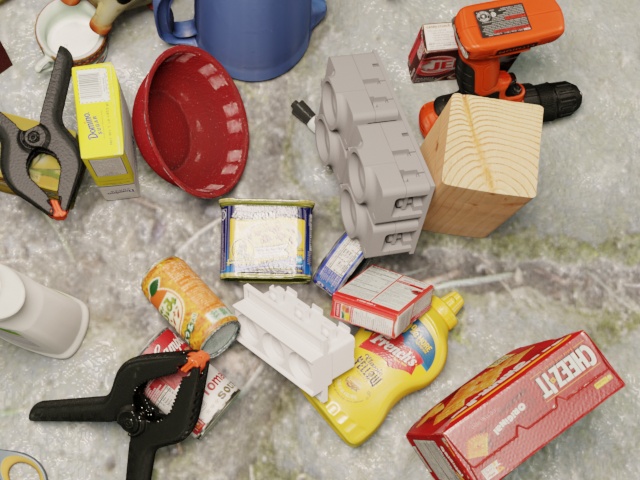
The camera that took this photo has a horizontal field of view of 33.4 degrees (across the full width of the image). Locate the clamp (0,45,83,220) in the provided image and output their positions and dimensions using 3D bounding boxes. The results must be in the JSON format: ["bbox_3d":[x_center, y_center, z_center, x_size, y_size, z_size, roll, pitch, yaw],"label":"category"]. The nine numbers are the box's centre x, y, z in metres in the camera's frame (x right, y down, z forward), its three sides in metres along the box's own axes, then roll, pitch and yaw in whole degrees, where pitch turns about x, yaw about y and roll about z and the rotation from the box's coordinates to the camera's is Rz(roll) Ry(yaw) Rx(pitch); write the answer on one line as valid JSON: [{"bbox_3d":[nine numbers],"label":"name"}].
[{"bbox_3d":[-0.290,-0.100,1.040,0.120,0.039,0.171,-11,82,-4],"label":"clamp"}]

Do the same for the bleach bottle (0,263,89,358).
[{"bbox_3d":[-0.286,0.061,1.001,0.102,0.251,0.068,19,79,-1],"label":"bleach bottle"}]

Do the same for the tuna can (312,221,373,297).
[{"bbox_3d":[0.029,0.019,1.115,0.034,0.086,0.086,38,79,8],"label":"tuna can"}]

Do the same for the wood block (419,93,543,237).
[{"bbox_3d":[0.151,-0.069,1.080,0.090,0.206,0.091,8,79,-2],"label":"wood block"}]

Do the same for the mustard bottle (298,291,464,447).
[{"bbox_3d":[0.075,0.120,1.114,0.191,0.058,0.096,-39,73,-10],"label":"mustard bottle"}]

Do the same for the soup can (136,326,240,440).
[{"bbox_3d":[-0.141,0.146,1.088,0.102,0.068,0.068,40,79,4],"label":"soup can"}]

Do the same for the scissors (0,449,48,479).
[{"bbox_3d":[-0.347,0.201,1.091,0.096,0.016,0.202,-21,82,-9],"label":"scissors"}]

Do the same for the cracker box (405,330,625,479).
[{"bbox_3d":[0.178,0.164,1.033,0.164,0.214,0.072,-35,84,-10],"label":"cracker box"}]

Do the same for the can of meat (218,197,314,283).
[{"bbox_3d":[-0.057,0.001,1.128,0.102,0.057,0.084,1,82,-3],"label":"can of meat"}]

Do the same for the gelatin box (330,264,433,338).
[{"bbox_3d":[0.063,0.061,1.075,0.073,0.089,0.030,18,116,25],"label":"gelatin box"}]

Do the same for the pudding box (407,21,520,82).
[{"bbox_3d":[0.158,-0.207,1.165,0.113,0.090,0.039,-8,80,-6],"label":"pudding box"}]

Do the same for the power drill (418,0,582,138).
[{"bbox_3d":[0.199,-0.174,1.115,0.184,0.188,0.057,-12,62,-6],"label":"power drill"}]

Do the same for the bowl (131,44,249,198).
[{"bbox_3d":[-0.146,-0.120,1.118,0.055,0.161,0.162,-9,77,34],"label":"bowl"}]

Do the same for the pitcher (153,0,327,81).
[{"bbox_3d":[-0.079,-0.260,1.080,0.145,0.243,0.149,34,79,4],"label":"pitcher"}]

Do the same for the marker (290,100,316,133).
[{"bbox_3d":[0.014,-0.111,1.173,0.121,0.020,0.020,43,79,5],"label":"marker"}]

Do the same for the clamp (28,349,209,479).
[{"bbox_3d":[-0.177,0.185,1.053,0.210,0.036,0.164,-36,88,24],"label":"clamp"}]

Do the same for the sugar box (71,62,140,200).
[{"bbox_3d":[-0.214,-0.105,1.075,0.048,0.176,0.093,-6,79,-8],"label":"sugar box"}]
